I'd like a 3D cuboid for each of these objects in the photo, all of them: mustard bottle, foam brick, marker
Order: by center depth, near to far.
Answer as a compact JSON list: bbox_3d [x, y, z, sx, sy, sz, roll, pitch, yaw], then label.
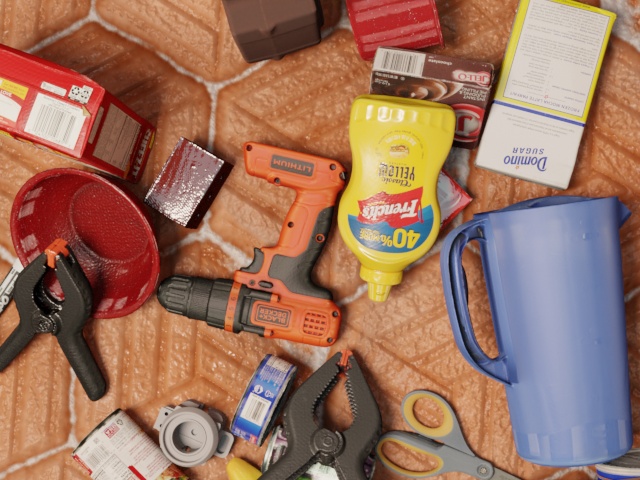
[{"bbox_3d":[0.066,-0.035,0.995,0.096,0.058,0.192,7,106,0],"label":"mustard bottle"},{"bbox_3d":[-0.130,-0.056,1.054,0.051,0.053,0.078,31,92,4],"label":"foam brick"},{"bbox_3d":[-0.330,0.068,1.084,0.020,0.020,0.121,35,91,4],"label":"marker"}]

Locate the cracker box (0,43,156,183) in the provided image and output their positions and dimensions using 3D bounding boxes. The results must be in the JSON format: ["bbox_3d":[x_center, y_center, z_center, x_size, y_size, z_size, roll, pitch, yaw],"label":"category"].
[{"bbox_3d":[-0.255,-0.120,0.985,0.164,0.213,0.072,21,89,4],"label":"cracker box"}]

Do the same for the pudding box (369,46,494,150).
[{"bbox_3d":[0.103,-0.135,1.019,0.113,0.090,0.039,12,55,6],"label":"pudding box"}]

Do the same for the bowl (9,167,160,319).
[{"bbox_3d":[-0.218,-0.006,1.039,0.162,0.055,0.162,9,119,17],"label":"bowl"}]

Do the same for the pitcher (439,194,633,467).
[{"bbox_3d":[0.211,0.081,0.988,0.149,0.144,0.243,-6,91,31],"label":"pitcher"}]

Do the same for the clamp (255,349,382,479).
[{"bbox_3d":[0.015,0.201,0.993,0.164,0.036,0.209,17,56,7],"label":"clamp"}]

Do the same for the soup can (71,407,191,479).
[{"bbox_3d":[-0.185,0.223,1.045,0.102,0.068,0.068,45,92,4],"label":"soup can"}]

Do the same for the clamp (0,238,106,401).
[{"bbox_3d":[-0.254,0.083,1.044,0.120,0.039,0.172,18,120,-5],"label":"clamp"}]

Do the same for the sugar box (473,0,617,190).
[{"bbox_3d":[0.216,-0.144,1.034,0.093,0.048,0.176,16,94,4],"label":"sugar box"}]

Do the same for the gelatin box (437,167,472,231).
[{"bbox_3d":[0.093,-0.035,1.047,0.089,0.030,0.073,-44,87,3],"label":"gelatin box"}]

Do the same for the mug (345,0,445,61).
[{"bbox_3d":[0.067,-0.231,1.020,0.081,0.093,0.117,-13,116,8],"label":"mug"}]

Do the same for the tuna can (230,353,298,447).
[{"bbox_3d":[-0.054,0.153,1.027,0.034,0.086,0.086,25,91,6],"label":"tuna can"}]

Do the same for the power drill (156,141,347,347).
[{"bbox_3d":[-0.057,0.001,1.047,0.184,0.057,0.188,12,92,1],"label":"power drill"}]

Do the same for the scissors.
[{"bbox_3d":[0.155,0.204,1.045,0.202,0.016,0.096,9,89,4],"label":"scissors"}]
